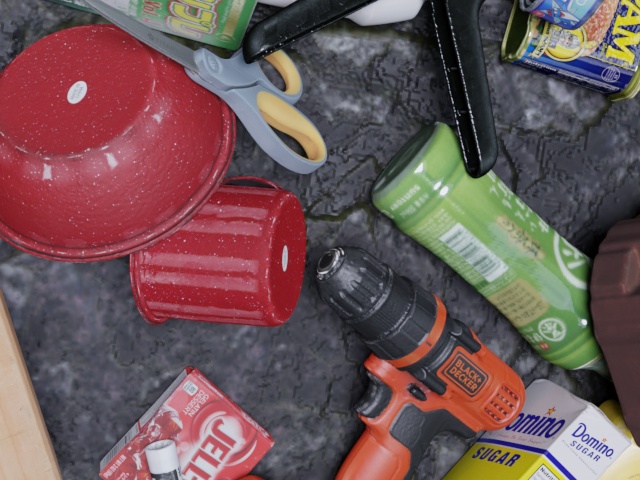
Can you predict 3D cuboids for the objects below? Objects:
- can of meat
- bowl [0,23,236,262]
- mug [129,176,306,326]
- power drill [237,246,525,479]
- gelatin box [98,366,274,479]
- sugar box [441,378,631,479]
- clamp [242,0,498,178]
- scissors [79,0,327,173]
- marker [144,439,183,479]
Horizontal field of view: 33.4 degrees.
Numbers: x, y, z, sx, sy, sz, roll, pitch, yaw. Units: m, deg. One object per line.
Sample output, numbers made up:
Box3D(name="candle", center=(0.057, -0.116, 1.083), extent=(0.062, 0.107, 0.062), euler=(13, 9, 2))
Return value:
Box3D(name="can of meat", center=(0.173, -0.151, 0.693), extent=(0.084, 0.057, 0.102), euler=(16, 91, -7))
Box3D(name="bowl", center=(-0.132, -0.070, 0.608), extent=(0.162, 0.055, 0.162), euler=(-4, 60, 6))
Box3D(name="mug", center=(-0.054, 0.001, 0.645), extent=(0.081, 0.117, 0.093), euler=(4, 128, 15))
Box3D(name="power drill", center=(0.022, 0.114, 0.665), extent=(0.184, 0.057, 0.187), euler=(39, 90, -29))
Box3D(name="gelatin box", center=(-0.085, 0.137, 0.684), extent=(0.073, 0.030, 0.089), euler=(43, 87, -10))
Box3D(name="sugar box", center=(0.110, 0.170, 0.686), extent=(0.048, 0.093, 0.176), euler=(42, 86, -10))
Box3D(name="clamp", center=(0.055, -0.159, 0.628), extent=(0.164, 0.036, 0.210), euler=(18, 84, -14))
Box3D(name="scissors", center=(-0.062, -0.109, 0.617), extent=(0.016, 0.096, 0.201), euler=(-27, 136, 27))
Box3D(name="marker", center=(-0.087, 0.184, 0.663), extent=(0.020, 0.020, 0.121), euler=(-13, 99, -8))
